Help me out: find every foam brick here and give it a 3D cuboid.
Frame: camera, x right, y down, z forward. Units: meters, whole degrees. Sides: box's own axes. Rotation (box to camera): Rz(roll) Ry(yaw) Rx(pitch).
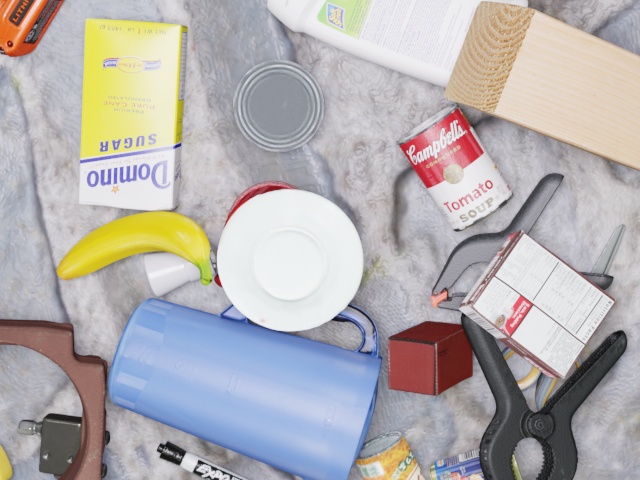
[{"bbox_3d":[0.105,0.110,1.011,0.051,0.078,0.053,3,99,33],"label":"foam brick"}]

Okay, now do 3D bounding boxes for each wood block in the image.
[{"bbox_3d":[0.226,-0.129,0.931,0.205,0.090,0.091,16,100,-26],"label":"wood block"}]

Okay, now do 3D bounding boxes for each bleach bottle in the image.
[{"bbox_3d":[0.055,-0.217,0.982,0.251,0.068,0.102,21,97,2],"label":"bleach bottle"}]

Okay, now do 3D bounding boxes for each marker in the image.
[{"bbox_3d":[-0.109,0.233,1.074,0.121,0.020,0.020,26,98,-1],"label":"marker"}]

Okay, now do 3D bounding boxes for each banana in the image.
[{"bbox_3d":[-0.172,0.005,1.005,0.198,0.069,0.037,-1,144,37],"label":"banana"}]

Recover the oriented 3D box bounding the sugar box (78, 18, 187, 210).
[{"bbox_3d":[-0.178,-0.119,1.015,0.093,0.048,0.176,4,97,2],"label":"sugar box"}]

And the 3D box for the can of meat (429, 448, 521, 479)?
[{"bbox_3d":[0.161,0.255,1.046,0.084,0.057,0.102,-18,97,7],"label":"can of meat"}]

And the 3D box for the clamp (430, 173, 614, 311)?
[{"bbox_3d":[0.181,0.012,1.020,0.171,0.039,0.120,-17,85,7],"label":"clamp"}]

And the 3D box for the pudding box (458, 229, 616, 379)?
[{"bbox_3d":[0.198,0.059,0.973,0.113,0.039,0.090,37,81,-4],"label":"pudding box"}]

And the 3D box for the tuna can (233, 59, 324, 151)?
[{"bbox_3d":[-0.038,-0.128,1.012,0.086,0.033,0.086,0,98,3],"label":"tuna can"}]

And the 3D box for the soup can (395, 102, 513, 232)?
[{"bbox_3d":[0.126,-0.068,0.996,0.068,0.068,0.102,-33,96,7],"label":"soup can"}]

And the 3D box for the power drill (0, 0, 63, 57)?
[{"bbox_3d":[-0.324,-0.275,0.995,0.187,0.057,0.184,34,102,1],"label":"power drill"}]

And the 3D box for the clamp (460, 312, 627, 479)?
[{"bbox_3d":[0.189,0.164,0.996,0.164,0.036,0.210,17,81,-7],"label":"clamp"}]

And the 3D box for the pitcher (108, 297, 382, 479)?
[{"bbox_3d":[-0.066,0.129,1.009,0.243,0.149,0.145,18,129,3],"label":"pitcher"}]

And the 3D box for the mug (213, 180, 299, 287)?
[{"bbox_3d":[-0.057,0.001,1.007,0.117,0.081,0.093,-41,94,7],"label":"mug"}]

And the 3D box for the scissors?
[{"bbox_3d":[0.229,0.075,1.037,0.096,0.016,0.202,10,98,1],"label":"scissors"}]
